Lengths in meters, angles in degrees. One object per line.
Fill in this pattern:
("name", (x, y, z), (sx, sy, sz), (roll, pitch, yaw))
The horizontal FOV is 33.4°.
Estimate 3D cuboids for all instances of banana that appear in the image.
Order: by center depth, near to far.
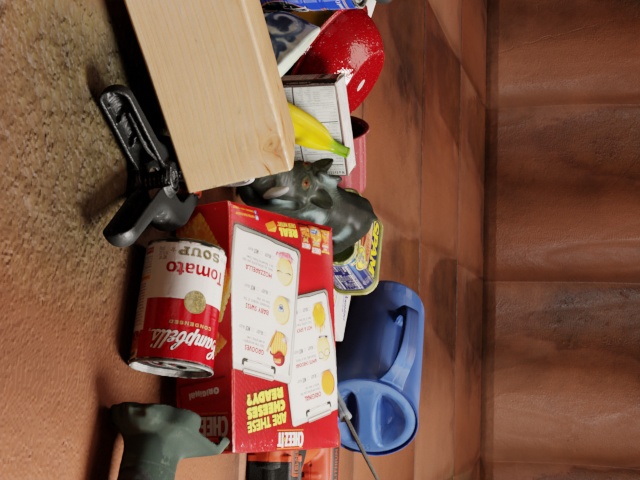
("banana", (-0.029, -0.121, 1.083), (0.197, 0.070, 0.037), (13, 91, -68))

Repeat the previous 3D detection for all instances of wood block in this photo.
("wood block", (-0.089, -0.156, 0.849), (0.090, 0.091, 0.206), (-89, 165, -62))

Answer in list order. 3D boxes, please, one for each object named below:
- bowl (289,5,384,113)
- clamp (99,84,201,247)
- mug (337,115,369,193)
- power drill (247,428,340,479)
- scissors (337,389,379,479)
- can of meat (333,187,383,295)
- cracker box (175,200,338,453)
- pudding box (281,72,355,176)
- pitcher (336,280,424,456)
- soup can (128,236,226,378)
("bowl", (0.026, -0.196, 1.244), (0.162, 0.055, 0.162), (-49, 165, -19))
("clamp", (-0.134, -0.040, 0.849), (0.171, 0.039, 0.120), (42, 51, -69))
("mug", (0.005, -0.094, 1.279), (0.117, 0.093, 0.081), (-27, 126, -37))
("power drill", (-0.028, 0.267, 1.191), (0.187, 0.057, 0.184), (33, 59, -71))
("scissors", (0.024, 0.205, 1.288), (0.096, 0.016, 0.202), (88, -24, -72))
("can of meat", (0.032, 0.000, 1.234), (0.084, 0.057, 0.102), (53, 39, -57))
("cracker box", (-0.057, 0.083, 0.971), (0.163, 0.072, 0.214), (13, 73, -55))
("pudding box", (-0.013, -0.127, 1.186), (0.039, 0.090, 0.113), (-61, 147, -58))
("pitcher", (0.083, 0.156, 1.445), (0.242, 0.149, 0.145), (-73, 146, -54))
("soup can", (-0.114, 0.055, 0.864), (0.068, 0.068, 0.102), (50, 44, -66))
